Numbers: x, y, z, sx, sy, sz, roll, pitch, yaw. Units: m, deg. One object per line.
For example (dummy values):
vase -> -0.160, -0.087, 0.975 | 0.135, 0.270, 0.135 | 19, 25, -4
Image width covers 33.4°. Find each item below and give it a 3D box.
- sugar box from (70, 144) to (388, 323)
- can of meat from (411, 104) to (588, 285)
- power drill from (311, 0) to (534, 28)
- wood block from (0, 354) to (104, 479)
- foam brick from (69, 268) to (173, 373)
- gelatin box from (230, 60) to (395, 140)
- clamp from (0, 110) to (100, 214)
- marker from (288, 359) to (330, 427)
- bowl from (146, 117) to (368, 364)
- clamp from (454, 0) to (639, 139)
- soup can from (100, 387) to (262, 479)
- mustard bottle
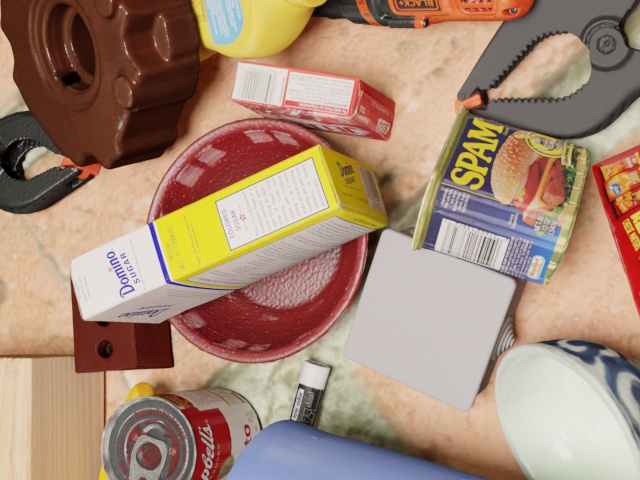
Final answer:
sugar box -> -0.054, 0.000, 0.646 | 0.176, 0.093, 0.048 | -21, 78, 19
can of meat -> 0.109, -0.026, 0.635 | 0.084, 0.102, 0.057 | 18, 133, 9
power drill -> 0.036, -0.220, 0.650 | 0.185, 0.057, 0.187 | 9, 129, 37
wood block -> -0.215, 0.185, 0.759 | 0.090, 0.090, 0.206 | -2, 85, 22
foam brick -> -0.142, 0.055, 0.760 | 0.053, 0.051, 0.078 | -8, 83, 21
gelatin box -> -0.004, -0.091, 0.703 | 0.089, 0.073, 0.030 | 12, 89, 22
clamp -> -0.254, -0.051, 0.820 | 0.172, 0.039, 0.120 | 12, 93, 22
marker -> -0.018, 0.141, 0.721 | 0.020, 0.020, 0.121 | 16, 92, 22
bowl -> -0.036, 0.001, 0.719 | 0.162, 0.055, 0.162 | -2, 85, 22
clamp -> 0.184, -0.112, 0.646 | 0.210, 0.036, 0.164 | -29, 87, 22
soup can -> -0.089, 0.134, 0.705 | 0.069, 0.102, 0.068 | -2, 85, 22
mustard bottle -> -0.056, -0.167, 0.698 | 0.192, 0.058, 0.096 | 6, 99, 48
